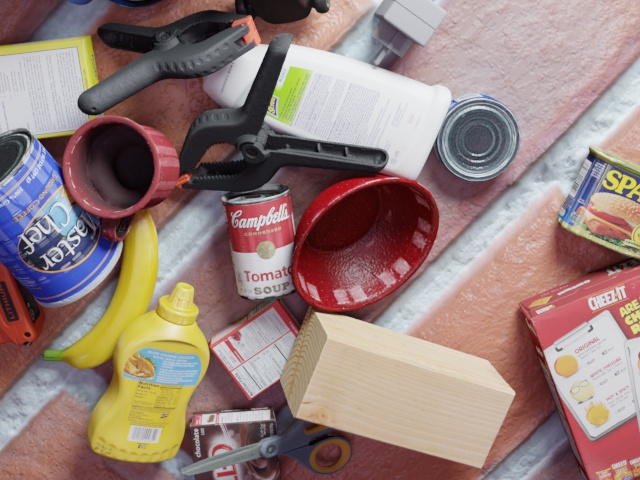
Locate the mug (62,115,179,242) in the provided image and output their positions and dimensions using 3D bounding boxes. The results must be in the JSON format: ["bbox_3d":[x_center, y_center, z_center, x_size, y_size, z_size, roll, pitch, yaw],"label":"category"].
[{"bbox_3d":[-0.182,-0.056,0.996,0.093,0.081,0.117,8,95,10],"label":"mug"}]

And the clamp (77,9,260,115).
[{"bbox_3d":[-0.141,-0.164,0.966,0.172,0.120,0.039,-6,143,22],"label":"clamp"}]

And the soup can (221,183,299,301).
[{"bbox_3d":[-0.057,0.001,1.056,0.068,0.068,0.102,-8,105,-1],"label":"soup can"}]

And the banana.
[{"bbox_3d":[-0.207,0.060,1.078,0.069,0.037,0.198,31,101,-12],"label":"banana"}]

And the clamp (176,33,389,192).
[{"bbox_3d":[-0.051,-0.090,1.006,0.210,0.036,0.164,-27,122,36],"label":"clamp"}]

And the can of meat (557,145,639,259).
[{"bbox_3d":[0.300,-0.037,1.073,0.102,0.057,0.084,22,105,-8],"label":"can of meat"}]

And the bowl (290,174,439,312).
[{"bbox_3d":[0.034,-0.008,1.044,0.162,0.055,0.162,-18,135,-19],"label":"bowl"}]

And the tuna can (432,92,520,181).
[{"bbox_3d":[0.154,-0.102,1.059,0.086,0.034,0.086,-1,104,-3],"label":"tuna can"}]

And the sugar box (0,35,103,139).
[{"bbox_3d":[-0.302,-0.140,1.019,0.176,0.048,0.093,-5,105,2],"label":"sugar box"}]

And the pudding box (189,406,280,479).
[{"bbox_3d":[-0.088,0.235,1.128,0.090,0.039,0.113,-4,105,-2],"label":"pudding box"}]

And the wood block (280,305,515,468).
[{"bbox_3d":[0.075,0.147,1.073,0.206,0.090,0.091,18,103,-16],"label":"wood block"}]

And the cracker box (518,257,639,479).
[{"bbox_3d":[0.320,0.136,1.109,0.164,0.072,0.213,-22,103,2],"label":"cracker box"}]

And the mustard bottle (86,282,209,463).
[{"bbox_3d":[-0.165,0.130,1.075,0.096,0.058,0.192,12,110,-26],"label":"mustard bottle"}]

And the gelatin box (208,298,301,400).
[{"bbox_3d":[-0.060,0.110,1.103,0.089,0.030,0.073,-35,105,5],"label":"gelatin box"}]

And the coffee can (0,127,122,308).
[{"bbox_3d":[-0.267,-0.020,0.999,0.103,0.103,0.140,-32,125,5],"label":"coffee can"}]

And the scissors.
[{"bbox_3d":[-0.043,0.226,1.099,0.201,0.016,0.096,-26,115,-23],"label":"scissors"}]

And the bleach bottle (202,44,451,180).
[{"bbox_3d":[-0.009,-0.145,1.026,0.250,0.068,0.103,22,102,-6],"label":"bleach bottle"}]

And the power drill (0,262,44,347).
[{"bbox_3d":[-0.385,0.061,1.060,0.187,0.057,0.184,-17,108,4],"label":"power drill"}]
